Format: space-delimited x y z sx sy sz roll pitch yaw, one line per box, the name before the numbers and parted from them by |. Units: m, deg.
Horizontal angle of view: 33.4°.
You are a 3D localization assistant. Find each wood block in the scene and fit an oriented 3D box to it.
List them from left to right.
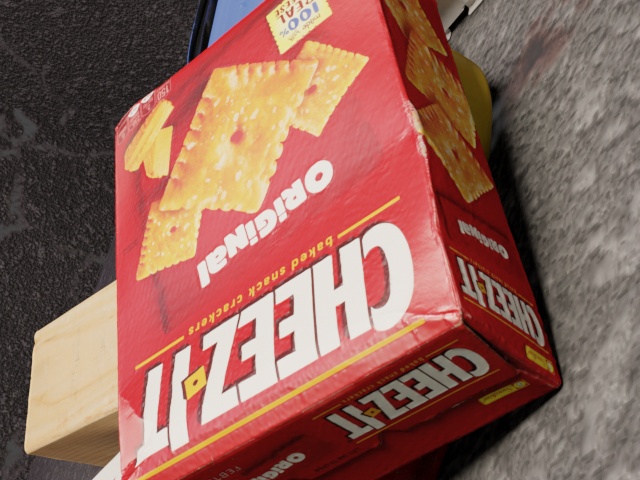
wood block | -0.093 0.074 0.667 0.207 0.090 0.090 -29 53 43

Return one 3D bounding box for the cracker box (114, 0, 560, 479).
cracker box | -0.012 -0.005 0.447 0.164 0.072 0.214 -33 45 26
